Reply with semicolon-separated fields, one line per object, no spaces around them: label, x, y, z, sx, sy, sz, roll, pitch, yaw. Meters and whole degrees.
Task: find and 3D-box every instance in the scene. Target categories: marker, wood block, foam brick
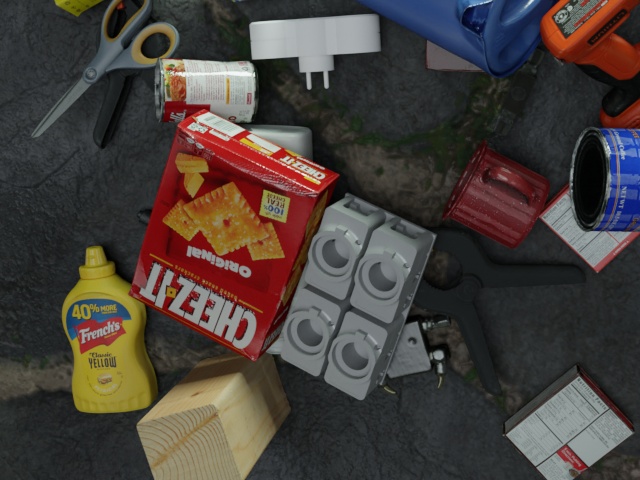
marker;-0.155;-0.002;1.215;0.121;0.020;0.020;28;106;5
wood block;-0.109;0.190;1.147;0.091;0.206;0.090;-17;97;15
foam brick;0.149;-0.200;1.093;0.078;0.051;0.053;6;103;11

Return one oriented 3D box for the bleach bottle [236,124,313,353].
bleach bottle;-0.058;0.001;1.174;0.103;0.068;0.251;4;105;15

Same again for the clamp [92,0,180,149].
clamp;-0.213;-0.184;1.179;0.120;0.039;0.171;-17;92;5

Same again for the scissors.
scissors;-0.226;-0.176;1.152;0.096;0.016;0.202;30;96;4

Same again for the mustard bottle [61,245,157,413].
mustard bottle;-0.248;0.101;1.236;0.096;0.058;0.191;-4;100;12

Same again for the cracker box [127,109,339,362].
cracker box;-0.095;-0.003;1.108;0.164;0.072;0.214;27;117;11

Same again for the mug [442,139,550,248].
mug;0.184;-0.047;1.087;0.081;0.117;0.093;28;74;0

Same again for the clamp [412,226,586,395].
clamp;0.165;0.043;1.130;0.210;0.036;0.164;41;96;-6

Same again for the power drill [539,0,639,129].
power drill;0.310;-0.189;1.003;0.187;0.057;0.185;28;120;-39

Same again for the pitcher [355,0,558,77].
pitcher;0.108;-0.265;1.029;0.243;0.149;0.145;32;82;27

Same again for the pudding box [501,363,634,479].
pudding box;0.268;0.203;1.157;0.114;0.039;0.090;-43;90;15

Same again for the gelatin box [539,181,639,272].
gelatin box;0.283;-0.023;1.111;0.089;0.030;0.073;44;108;1

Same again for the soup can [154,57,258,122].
soup can;-0.122;-0.159;1.132;0.102;0.068;0.068;-1;102;-15
